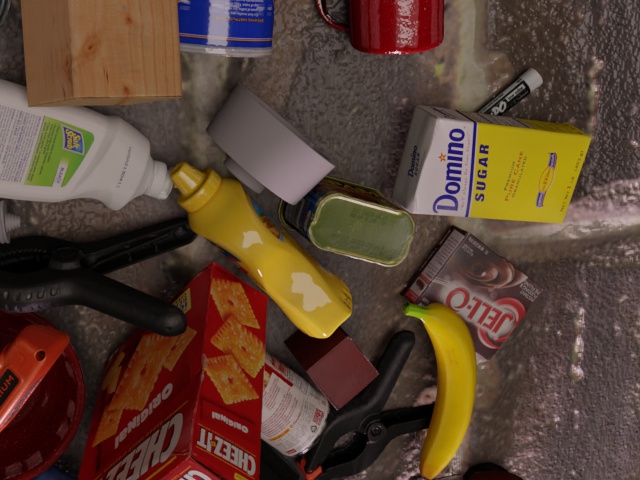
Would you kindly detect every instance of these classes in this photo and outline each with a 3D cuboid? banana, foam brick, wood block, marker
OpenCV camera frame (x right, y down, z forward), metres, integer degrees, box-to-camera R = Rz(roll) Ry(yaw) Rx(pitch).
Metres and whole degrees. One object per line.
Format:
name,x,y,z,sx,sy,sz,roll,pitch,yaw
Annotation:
banana,0.117,0.135,1.017,0.069,0.037,0.198,-13,113,-9
foam brick,0.009,0.108,0.983,0.051,0.078,0.053,-39,114,-4
wood block,-0.167,-0.206,0.793,0.090,0.091,0.206,-7,96,-38
marker,0.157,-0.118,1.001,0.121,0.020,0.020,-39,114,-5

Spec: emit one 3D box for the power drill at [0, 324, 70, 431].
power drill,-0.286,0.049,0.802,0.187,0.057,0.185,37,107,0

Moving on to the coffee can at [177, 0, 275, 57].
coffee can,-0.084,-0.221,0.843,0.102,0.103,0.140,0,105,-19

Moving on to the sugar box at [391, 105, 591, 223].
sugar box,0.158,-0.068,0.986,0.175,0.048,0.093,1,114,-29

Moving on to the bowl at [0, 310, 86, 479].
bowl,-0.280,0.124,0.892,0.162,0.055,0.162,-2,98,-14

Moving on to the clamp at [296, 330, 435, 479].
clamp,0.047,0.165,1.034,0.171,0.039,0.120,-30,112,-13

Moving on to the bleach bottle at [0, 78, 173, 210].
bleach bottle,-0.241,-0.071,0.854,0.250,0.068,0.103,16,103,-25

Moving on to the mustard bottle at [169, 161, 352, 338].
mustard bottle,-0.056,0.001,0.918,0.058,0.096,0.191,-44,115,2

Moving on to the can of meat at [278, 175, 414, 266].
can of meat,0.023,-0.019,0.948,0.102,0.084,0.057,14,100,-22

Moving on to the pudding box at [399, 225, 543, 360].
pudding box,0.147,0.051,1.035,0.113,0.039,0.090,35,93,-24

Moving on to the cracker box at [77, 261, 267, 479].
cracker box,-0.120,0.143,0.848,0.072,0.213,0.164,35,120,-23

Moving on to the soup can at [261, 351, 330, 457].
soup can,-0.048,0.145,0.979,0.102,0.069,0.068,40,90,-25

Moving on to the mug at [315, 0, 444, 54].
mug,0.052,-0.206,0.909,0.117,0.093,0.081,2,112,12

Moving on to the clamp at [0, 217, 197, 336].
clamp,-0.200,0.022,0.877,0.210,0.164,0.036,3,118,3
